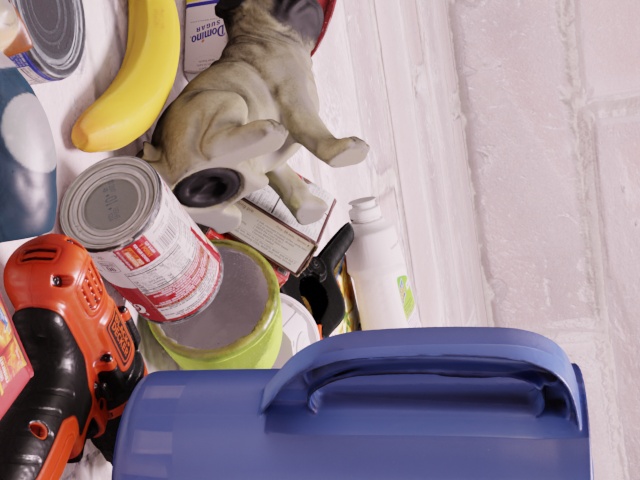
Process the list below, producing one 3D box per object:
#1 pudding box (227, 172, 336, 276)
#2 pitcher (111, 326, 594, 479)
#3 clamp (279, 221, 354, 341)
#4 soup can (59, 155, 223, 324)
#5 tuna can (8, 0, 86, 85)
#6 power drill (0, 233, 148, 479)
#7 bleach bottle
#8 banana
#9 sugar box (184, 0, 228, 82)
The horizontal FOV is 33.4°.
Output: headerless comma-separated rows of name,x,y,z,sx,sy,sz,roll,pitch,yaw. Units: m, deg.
pudding box,-0.048,-0.032,0.852,0.039,0.113,0.090,-57,-175,29
pitcher,0.019,0.119,0.560,0.145,0.243,0.149,41,50,-82
clamp,-0.008,0.028,0.945,0.120,0.039,0.171,11,50,-30
soup can,-0.110,0.001,0.669,0.102,0.068,0.068,60,28,-56
tuna can,-0.163,-0.128,0.588,0.086,0.034,0.086,-6,90,-75
power drill,-0.135,0.118,0.555,0.187,0.057,0.184,-84,164,-44
bleach bottle,0.069,0.078,1.065,0.102,0.068,0.251,-58,136,-73
banana,-0.128,-0.123,0.726,0.069,0.037,0.198,31,44,-34
sugar box,-0.080,-0.204,0.913,0.093,0.048,0.176,45,44,-66
